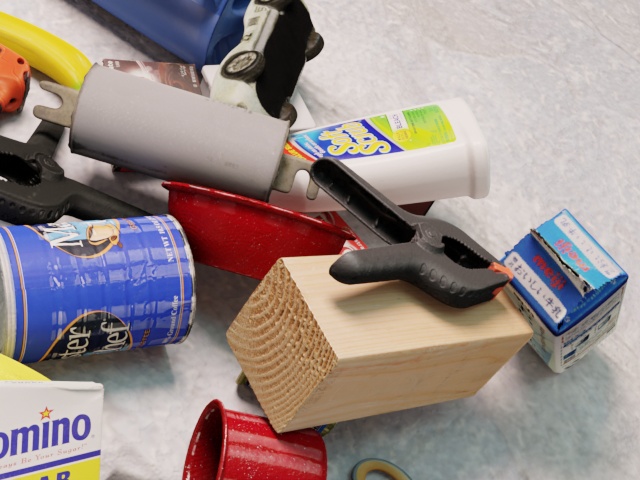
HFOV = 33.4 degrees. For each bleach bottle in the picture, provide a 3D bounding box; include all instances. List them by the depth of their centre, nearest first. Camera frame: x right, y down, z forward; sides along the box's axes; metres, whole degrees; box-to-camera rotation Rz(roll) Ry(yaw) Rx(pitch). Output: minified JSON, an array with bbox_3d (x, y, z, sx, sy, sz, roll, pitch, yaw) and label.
[{"bbox_3d":[0.017,-0.063,0.951,0.250,0.068,0.102,-11,39,-3],"label":"bleach bottle"}]

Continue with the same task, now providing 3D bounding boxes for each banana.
[{"bbox_3d":[-0.281,-0.182,0.971,0.198,0.037,0.069,27,15,5],"label":"banana"}]

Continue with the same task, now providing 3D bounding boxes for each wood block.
[{"bbox_3d":[0.047,0.070,0.796,0.205,0.090,0.091,-2,50,-42],"label":"wood block"}]

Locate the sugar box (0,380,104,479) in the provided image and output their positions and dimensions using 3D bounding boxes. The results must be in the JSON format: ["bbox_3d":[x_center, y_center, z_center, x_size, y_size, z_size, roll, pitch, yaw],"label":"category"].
[{"bbox_3d":[-0.185,0.175,0.656,0.093,0.048,0.176,3,87,-22],"label":"sugar box"}]

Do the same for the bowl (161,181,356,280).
[{"bbox_3d":[-0.056,0.001,0.852,0.162,0.162,0.055,16,87,-12],"label":"bowl"}]

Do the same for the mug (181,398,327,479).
[{"bbox_3d":[-0.048,0.178,0.755,0.081,0.093,0.117,15,73,-19],"label":"mug"}]

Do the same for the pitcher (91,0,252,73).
[{"bbox_3d":[-0.175,-0.275,1.041,0.243,0.149,0.144,30,46,6],"label":"pitcher"}]

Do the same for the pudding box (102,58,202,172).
[{"bbox_3d":[-0.152,-0.114,0.982,0.089,0.039,0.113,0,52,-24],"label":"pudding box"}]

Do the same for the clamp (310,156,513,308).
[{"bbox_3d":[0.064,-0.001,0.779,0.171,0.039,0.120,18,43,-35],"label":"clamp"}]

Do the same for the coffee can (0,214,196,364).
[{"bbox_3d":[-0.177,0.036,0.798,0.140,0.103,0.103,-5,55,-29],"label":"coffee can"}]

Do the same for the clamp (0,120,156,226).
[{"bbox_3d":[-0.228,-0.056,0.855,0.165,0.036,0.209,48,23,23],"label":"clamp"}]
